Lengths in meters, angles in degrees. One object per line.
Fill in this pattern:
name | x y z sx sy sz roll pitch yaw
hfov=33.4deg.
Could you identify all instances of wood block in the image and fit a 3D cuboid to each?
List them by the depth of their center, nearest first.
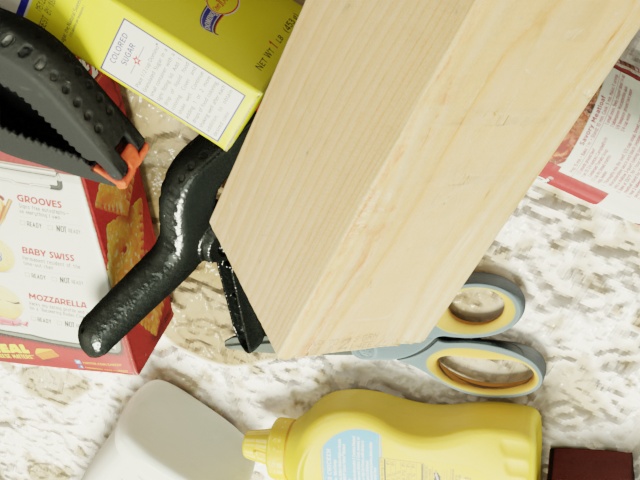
wood block | 0.037 -0.051 0.459 0.090 0.091 0.206 -3 138 -33

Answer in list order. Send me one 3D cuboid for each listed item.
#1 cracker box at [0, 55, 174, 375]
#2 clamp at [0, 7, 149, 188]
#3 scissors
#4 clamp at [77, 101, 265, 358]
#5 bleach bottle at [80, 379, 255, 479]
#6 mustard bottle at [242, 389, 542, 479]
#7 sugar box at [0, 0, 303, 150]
cracker box | -0.190 -0.026 0.631 0.164 0.072 0.214 3 125 16
clamp | -0.180 -0.088 0.504 0.209 0.036 0.165 36 149 -18
scissors | 0.037 0.049 0.644 0.202 0.016 0.096 11 126 11
clamp | -0.054 0.001 0.604 0.039 0.120 0.172 47 115 36
bleach bottle | -0.149 0.205 0.792 0.102 0.068 0.251 36 130 -8
mustard bottle | 0.042 0.142 0.682 0.192 0.058 0.096 4 122 16
sugar box | -0.096 -0.125 0.512 0.176 0.093 0.048 33 128 -7
